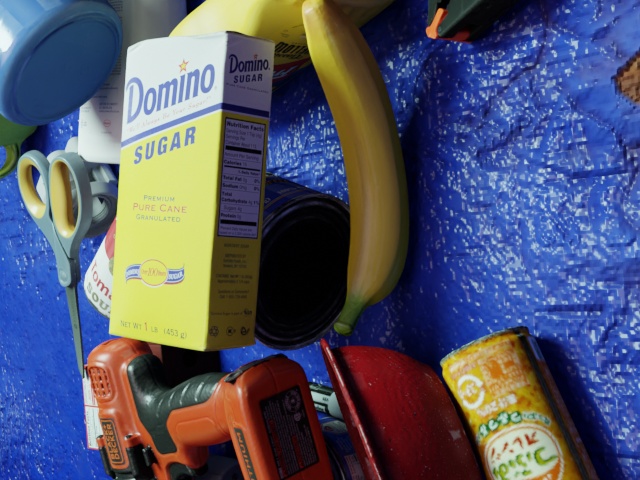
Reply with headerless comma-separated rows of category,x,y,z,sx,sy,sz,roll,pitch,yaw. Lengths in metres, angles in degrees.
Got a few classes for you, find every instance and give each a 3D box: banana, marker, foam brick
banana,0.025,-0.046,0.631,0.037,0.069,0.198,-2,103,25
marker,-0.018,0.104,0.736,0.121,0.020,0.020,7,98,48
foam brick,-0.110,0.113,0.816,0.051,0.052,0.078,-11,86,48

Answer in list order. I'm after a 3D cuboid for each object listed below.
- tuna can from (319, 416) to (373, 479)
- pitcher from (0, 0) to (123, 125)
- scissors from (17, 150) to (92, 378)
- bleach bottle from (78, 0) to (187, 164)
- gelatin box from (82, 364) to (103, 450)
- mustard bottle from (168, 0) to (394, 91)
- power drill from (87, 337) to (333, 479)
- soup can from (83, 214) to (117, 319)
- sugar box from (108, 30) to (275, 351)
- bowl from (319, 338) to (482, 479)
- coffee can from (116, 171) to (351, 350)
tuna can,0.002,0.162,0.707,0.086,0.033,0.086,6,97,48
pitcher,-0.251,-0.204,0.772,0.243,0.144,0.149,43,151,18
scissors,-0.219,0.012,0.880,0.096,0.016,0.202,33,128,32
bleach bottle,-0.139,-0.184,0.816,0.103,0.067,0.251,8,97,48
gelatin box,-0.166,0.140,0.897,0.089,0.030,0.073,-5,91,49
mustard bottle,-0.044,-0.129,0.686,0.192,0.096,0.058,-29,73,46
power drill,-0.077,0.150,0.708,0.188,0.057,0.184,-11,97,44
soup can,-0.135,0.009,0.823,0.068,0.068,0.102,58,132,28
sugar box,-0.076,-0.029,0.619,0.094,0.048,0.176,3,92,43
bowl,0.052,0.122,0.597,0.162,0.055,0.162,160,89,-86
coffee can,-0.055,0.001,0.705,0.141,0.102,0.103,23,110,45
